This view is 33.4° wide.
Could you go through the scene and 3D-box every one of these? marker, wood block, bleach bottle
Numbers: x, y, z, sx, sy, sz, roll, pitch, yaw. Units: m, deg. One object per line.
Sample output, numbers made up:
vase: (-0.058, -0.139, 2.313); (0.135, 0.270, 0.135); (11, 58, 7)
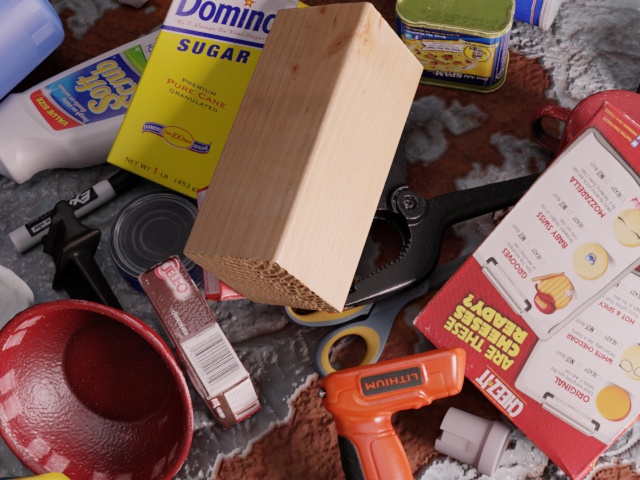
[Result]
marker: (-0.203, -0.028, 0.894); (0.121, 0.020, 0.020); (-32, 67, -11)
wood block: (-0.009, -0.062, 0.784); (0.090, 0.090, 0.206); (5, 68, 38)
bleach bottle: (-0.183, -0.106, 0.906); (0.250, 0.068, 0.102); (-24, 65, -5)

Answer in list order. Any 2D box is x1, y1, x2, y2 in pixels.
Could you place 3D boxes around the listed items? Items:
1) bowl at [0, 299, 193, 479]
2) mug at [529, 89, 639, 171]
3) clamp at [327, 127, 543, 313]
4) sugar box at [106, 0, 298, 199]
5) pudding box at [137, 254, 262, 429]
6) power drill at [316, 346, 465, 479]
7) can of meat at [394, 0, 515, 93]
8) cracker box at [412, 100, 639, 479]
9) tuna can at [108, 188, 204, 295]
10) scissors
bowl: (-0.160, 0.108, 0.782); (0.162, 0.162, 0.055); (13, 23, 9)
mug: (0.221, -0.073, 0.854); (0.117, 0.081, 0.093); (34, 72, 17)
clamp: (0.076, -0.023, 0.835); (0.164, 0.036, 0.210); (30, 70, 1)
sugar box: (-0.093, -0.127, 0.847); (0.093, 0.048, 0.176); (22, 99, -7)
pudding box: (-0.089, 0.077, 0.800); (0.039, 0.090, 0.113); (-29, 67, -8)
power drill: (0.081, 0.171, 0.735); (0.184, 0.057, 0.187); (-11, 79, 6)
can of meat: (0.112, -0.176, 0.907); (0.102, 0.084, 0.057); (10, 66, 8)
cracker box: (0.199, 0.036, 0.764); (0.164, 0.072, 0.214); (45, 106, 21)
tuna can: (-0.128, 0.002, 0.867); (0.086, 0.034, 0.086); (-1, 65, 3)
scissors: (0.070, 0.056, 0.838); (0.201, 0.016, 0.096); (-5, 81, -11)
